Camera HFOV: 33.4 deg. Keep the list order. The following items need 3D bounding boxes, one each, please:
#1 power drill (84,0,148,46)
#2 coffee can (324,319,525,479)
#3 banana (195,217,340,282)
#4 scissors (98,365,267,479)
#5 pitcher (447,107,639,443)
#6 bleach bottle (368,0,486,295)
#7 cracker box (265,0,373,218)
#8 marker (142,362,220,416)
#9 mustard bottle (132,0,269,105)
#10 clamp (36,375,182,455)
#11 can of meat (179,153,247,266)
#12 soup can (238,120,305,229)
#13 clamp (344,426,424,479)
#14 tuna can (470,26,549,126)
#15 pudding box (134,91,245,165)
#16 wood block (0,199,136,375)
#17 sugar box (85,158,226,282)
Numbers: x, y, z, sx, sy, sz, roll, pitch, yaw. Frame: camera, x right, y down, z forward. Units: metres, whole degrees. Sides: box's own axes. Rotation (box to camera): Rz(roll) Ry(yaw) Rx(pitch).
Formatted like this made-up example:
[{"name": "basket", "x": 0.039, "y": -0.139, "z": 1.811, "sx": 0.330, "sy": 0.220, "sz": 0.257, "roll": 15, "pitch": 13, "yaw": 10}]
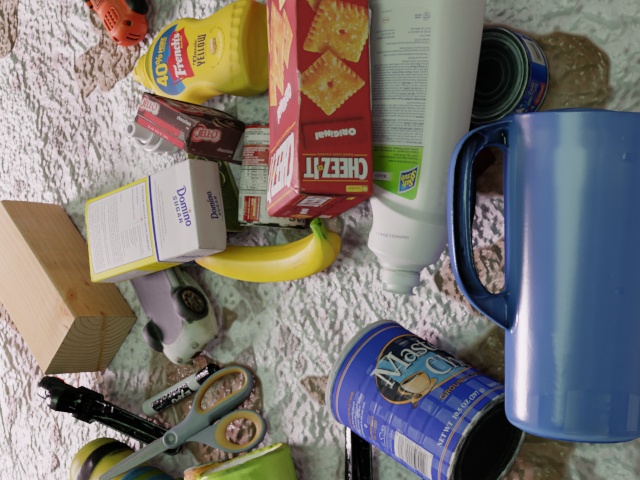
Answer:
[{"name": "power drill", "x": -0.216, "y": -0.346, "z": 1.229, "sx": 0.188, "sy": 0.057, "sz": 0.184, "roll": -47, "pitch": 63, "yaw": 31}, {"name": "coffee can", "x": 0.088, "y": 0.141, "z": 0.899, "sx": 0.140, "sy": 0.102, "sz": 0.103, "roll": 28, "pitch": 105, "yaw": 38}, {"name": "banana", "x": -0.043, "y": 0.013, "z": 1.049, "sx": 0.198, "sy": 0.069, "sz": 0.037, "roll": -15, "pitch": 37, "yaw": 46}, {"name": "scissors", "x": -0.135, "y": 0.215, "z": 1.103, "sx": 0.202, "sy": 0.016, "sz": 0.096, "roll": -45, "pitch": 69, "yaw": 6}, {"name": "pitcher", "x": 0.187, "y": 0.022, "z": 0.801, "sx": 0.149, "sy": 0.144, "sz": 0.243, "roll": 4, "pitch": 93, "yaw": 40}, {"name": "bleach bottle", "x": 0.074, "y": -0.081, "z": 0.882, "sx": 0.103, "sy": 0.067, "sz": 0.251, "roll": 8, "pitch": 92, "yaw": 50}, {"name": "cracker box", "x": -0.006, "y": -0.133, "z": 0.928, "sx": 0.164, "sy": 0.072, "sz": 0.214, "roll": 152, "pitch": 118, "yaw": -78}, {"name": "marker", "x": -0.150, "y": 0.162, "z": 1.158, "sx": 0.121, "sy": 0.020, "sz": 0.020, "roll": -32, "pitch": 67, "yaw": 35}, {"name": "mustard bottle", "x": -0.133, "y": -0.193, "z": 1.144, "sx": 0.192, "sy": 0.058, "sz": 0.096, "roll": -4, "pitch": 83, "yaw": 41}, {"name": "clamp", "x": -0.267, "y": 0.181, "z": 1.187, "sx": 0.210, "sy": 0.164, "sz": 0.036, "roll": 11, "pitch": 73, "yaw": 50}, {"name": "can of meat", "x": -0.133, "y": -0.034, "z": 1.134, "sx": 0.084, "sy": 0.057, "sz": 0.102, "roll": -37, "pitch": 65, "yaw": 35}, {"name": "soup can", "x": -0.045, "y": -0.063, "z": 1.051, "sx": 0.069, "sy": 0.068, "sz": 0.102, "roll": 4, "pitch": 90, "yaw": 41}, {"name": "clamp", "x": 0.045, "y": 0.251, "z": 0.961, "sx": 0.120, "sy": 0.039, "sz": 0.171, "roll": 35, "pitch": 118, "yaw": 59}, {"name": "tuna can", "x": 0.149, "y": -0.138, "z": 0.911, "sx": 0.086, "sy": 0.033, "sz": 0.086, "roll": -4, "pitch": 85, "yaw": 41}, {"name": "pudding box", "x": -0.119, "y": -0.113, "z": 1.089, "sx": 0.090, "sy": 0.113, "sz": 0.039, "roll": 32, "pitch": 104, "yaw": 37}, {"name": "wood block", "x": -0.317, "y": 0.052, "z": 1.264, "sx": 0.206, "sy": 0.090, "sz": 0.091, "roll": 49, "pitch": 117, "yaw": 31}, {"name": "sugar box", "x": -0.172, "y": -0.017, "z": 1.099, "sx": 0.177, "sy": 0.048, "sz": 0.093, "roll": -15, "pitch": 78, "yaw": 39}]
